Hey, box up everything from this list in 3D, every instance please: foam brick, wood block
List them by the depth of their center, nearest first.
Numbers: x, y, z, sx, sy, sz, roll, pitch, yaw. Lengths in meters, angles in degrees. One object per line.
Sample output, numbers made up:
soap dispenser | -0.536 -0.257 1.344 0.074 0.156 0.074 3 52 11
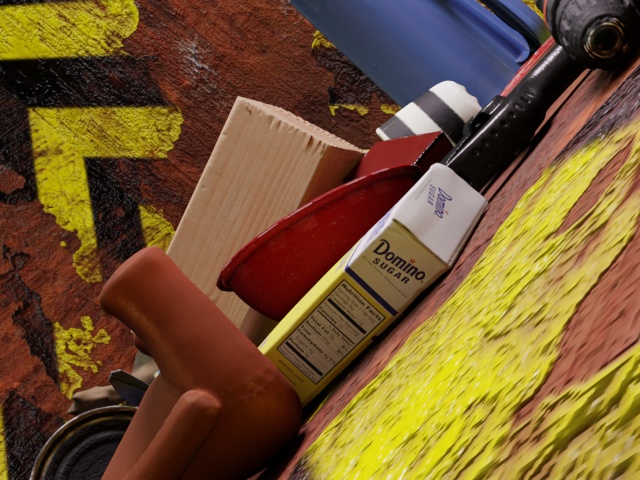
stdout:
foam brick | 0.067 -0.045 0.814 0.078 0.053 0.051 -5 37 53
wood block | -0.056 0.001 0.850 0.206 0.091 0.090 -64 -19 10

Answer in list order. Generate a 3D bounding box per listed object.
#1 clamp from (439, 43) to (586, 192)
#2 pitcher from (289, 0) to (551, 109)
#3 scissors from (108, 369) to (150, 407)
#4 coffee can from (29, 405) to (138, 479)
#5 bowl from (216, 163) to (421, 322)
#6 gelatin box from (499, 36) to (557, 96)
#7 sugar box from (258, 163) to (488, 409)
clamp | 0.115 -0.071 0.708 0.209 0.036 0.165 -47 2 -40
pitcher | 0.096 -0.201 1.016 0.149 0.243 0.145 -50 1 12
scissors | -0.097 0.097 0.711 0.096 0.016 0.202 -37 -17 -22
coffee can | -0.136 0.169 0.670 0.102 0.103 0.140 -49 0 -28
bowl | 0.012 0.014 0.730 0.162 0.055 0.162 -29 -11 -7
gelatin box | 0.172 -0.128 0.841 0.089 0.030 0.073 -49 0 12
sugar box | 0.016 0.037 0.617 0.176 0.048 0.093 -50 -1 32
